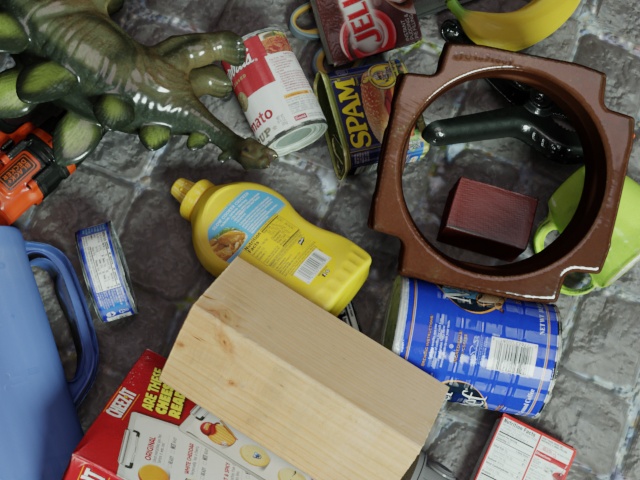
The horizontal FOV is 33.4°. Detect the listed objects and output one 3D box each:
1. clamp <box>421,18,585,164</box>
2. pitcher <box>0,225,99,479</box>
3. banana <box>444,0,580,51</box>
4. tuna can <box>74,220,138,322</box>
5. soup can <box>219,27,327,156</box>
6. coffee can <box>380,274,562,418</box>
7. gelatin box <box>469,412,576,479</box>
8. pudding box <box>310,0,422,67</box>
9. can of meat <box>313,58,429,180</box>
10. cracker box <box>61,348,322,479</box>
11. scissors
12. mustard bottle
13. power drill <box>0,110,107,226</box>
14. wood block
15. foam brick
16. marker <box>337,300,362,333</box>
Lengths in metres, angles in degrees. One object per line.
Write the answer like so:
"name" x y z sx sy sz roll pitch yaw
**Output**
"clamp" 0.197 -0.133 1.020 0.210 0.036 0.164 13 53 -10
"pitcher" -0.266 0.116 0.891 0.149 0.145 0.243 -24 82 3
"banana" 0.203 -0.225 1.035 0.197 0.037 0.069 -25 115 -33
"tuna can" -0.187 0.028 0.934 0.033 0.086 0.086 -16 77 -7
"soup can" -0.043 -0.137 0.997 0.068 0.068 0.102 -23 79 -10
"coffee can" 0.127 0.092 0.932 0.140 0.103 0.103 11 75 -2
"gelatin box" 0.175 0.208 0.943 0.073 0.030 0.089 26 75 4
"pudding box" 0.037 -0.229 1.008 0.090 0.039 0.113 -18 98 -7
"can of meat" 0.047 -0.116 1.005 0.084 0.057 0.102 -13 77 -11
"cracker box" -0.083 0.197 0.853 0.213 0.164 0.072 27 115 0
"scissors" 0.070 -0.202 1.050 0.201 0.016 0.096 -2 77 -4
"mustard bottle" -0.056 0.001 0.955 0.192 0.058 0.096 34 66 15
"power drill" -0.304 -0.116 0.977 0.188 0.057 0.184 41 70 8
"wood block" -0.013 0.116 0.865 0.206 0.090 0.090 31 34 5
"foam brick" 0.153 -0.019 0.989 0.078 0.053 0.051 16 75 -1
"marker" 0.019 0.051 0.978 0.020 0.020 0.121 -15 77 -8
